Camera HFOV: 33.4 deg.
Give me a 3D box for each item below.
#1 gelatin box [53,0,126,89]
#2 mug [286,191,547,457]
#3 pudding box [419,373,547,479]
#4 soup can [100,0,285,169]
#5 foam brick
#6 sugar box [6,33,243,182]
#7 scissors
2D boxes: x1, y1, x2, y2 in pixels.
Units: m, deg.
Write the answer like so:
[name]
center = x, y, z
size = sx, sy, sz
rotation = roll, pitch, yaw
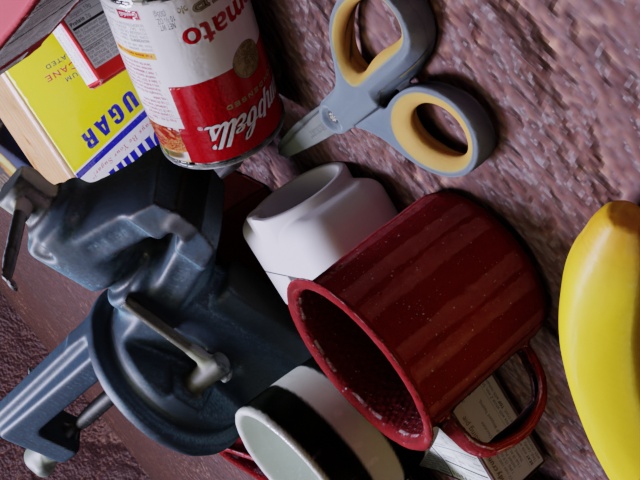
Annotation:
[gelatin box]
center = -0.112, -0.136, 0.552
size = 0.089, 0.073, 0.030
rotation = 57, 160, -14
[mug]
center = 0.053, 0.040, 0.472
size = 0.117, 0.081, 0.093
rotation = 48, 160, 12
[pudding box]
center = 0.063, 0.082, 0.589
size = 0.113, 0.039, 0.090
rotation = 56, 159, -15
[soup can]
center = -0.062, -0.095, 0.520
size = 0.069, 0.068, 0.102
rotation = 36, 154, 40
[foam brick]
center = -0.055, 0.001, 0.693
size = 0.053, 0.051, 0.078
rotation = 28, 149, 51
[sugar box]
center = -0.125, -0.099, 0.615
size = 0.176, 0.093, 0.048
rotation = 59, -160, -15
[scissors]
center = 0.023, -0.048, 0.486
size = 0.096, 0.016, 0.202
rotation = 49, 161, 8
